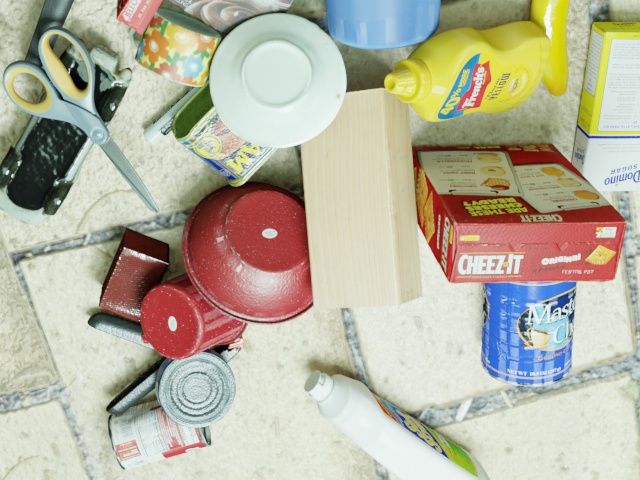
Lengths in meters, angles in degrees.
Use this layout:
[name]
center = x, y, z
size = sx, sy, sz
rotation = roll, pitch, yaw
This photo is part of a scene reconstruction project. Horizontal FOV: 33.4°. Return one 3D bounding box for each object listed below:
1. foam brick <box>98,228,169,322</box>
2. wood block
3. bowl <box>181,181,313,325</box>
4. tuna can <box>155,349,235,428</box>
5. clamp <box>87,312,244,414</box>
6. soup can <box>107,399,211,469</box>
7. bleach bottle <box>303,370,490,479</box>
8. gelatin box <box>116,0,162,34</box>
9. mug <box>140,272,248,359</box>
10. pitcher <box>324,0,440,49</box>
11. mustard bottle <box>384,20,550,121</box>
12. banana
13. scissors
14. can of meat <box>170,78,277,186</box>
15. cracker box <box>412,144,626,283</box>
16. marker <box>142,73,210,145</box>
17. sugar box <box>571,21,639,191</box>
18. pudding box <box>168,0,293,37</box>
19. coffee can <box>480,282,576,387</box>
[foam brick]
center = -0.198, 0.037, 1.138
size = 0.051, 0.053, 0.078
rotation = 21, 109, -16
[wood block]
center = 0.041, -0.040, 1.059
size = 0.091, 0.090, 0.206
rotation = -4, 92, 22
[bowl]
center = -0.057, 0.001, 1.082
size = 0.162, 0.162, 0.055
rotation = 12, 154, -12
[tuna can]
center = -0.135, 0.159, 1.158
size = 0.086, 0.034, 0.086
rotation = -1, 92, -13
[clamp]
center = -0.171, 0.135, 1.192
size = 0.171, 0.039, 0.120
rotation = -1, 112, -6
[soup can]
center = -0.182, 0.215, 1.213
size = 0.102, 0.068, 0.068
rotation = -16, 116, 1
[bleach bottle]
center = 0.085, 0.231, 1.234
size = 0.250, 0.102, 0.068
rotation = 37, 100, -22
[gelatin box]
center = -0.161, -0.239, 0.994
size = 0.030, 0.089, 0.073
rotation = 29, 108, -21
[mug]
center = -0.142, 0.079, 1.117
size = 0.117, 0.081, 0.093
rotation = -26, 88, 32
[pitcher]
center = 0.064, -0.309, 0.980
size = 0.149, 0.145, 0.243
rotation = 0, 119, 6
[mustard bottle]
center = 0.135, -0.161, 1.032
size = 0.191, 0.058, 0.096
rotation = -13, 144, -39
[banana]
center = 0.246, -0.242, 1.074
size = 0.069, 0.037, 0.198
rotation = 10, 113, -11
[scissors]
center = -0.234, -0.104, 1.026
size = 0.096, 0.016, 0.202
rotation = -16, 111, 5
[can of meat]
center = -0.086, -0.118, 1.067
size = 0.102, 0.057, 0.083
rotation = -44, 126, 13
[cracker box]
center = 0.184, -0.030, 1.065
size = 0.164, 0.214, 0.072
rotation = -1, 115, -7
[marker]
center = -0.131, -0.142, 1.081
size = 0.121, 0.020, 0.020
rotation = -40, 113, 11
[sugar box]
center = 0.324, -0.140, 1.127
size = 0.093, 0.048, 0.176
rotation = 0, 118, -7
[pudding box]
center = -0.083, -0.247, 1.028
size = 0.113, 0.039, 0.090
rotation = 28, 107, -19
[coffee can]
center = 0.230, 0.076, 1.182
size = 0.102, 0.103, 0.140
rotation = -5, 115, -5
